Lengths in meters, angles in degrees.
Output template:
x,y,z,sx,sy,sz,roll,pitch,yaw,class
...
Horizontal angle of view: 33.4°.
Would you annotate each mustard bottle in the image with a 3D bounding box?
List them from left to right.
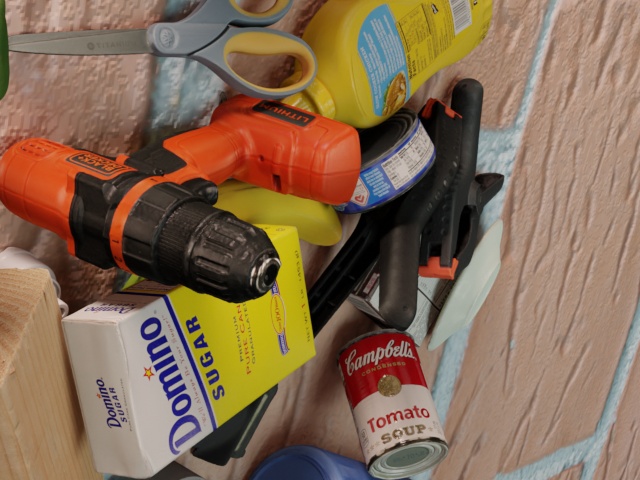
x,y,z,sx,sy,sz,roll,pitch,yaw,class
0.039,-0.133,0.736,0.191,0.058,0.096,-41,136,-25,mustard bottle

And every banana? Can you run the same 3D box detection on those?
x,y,z,sx,sy,sz,roll,pitch,yaw,class
-0.052,-0.013,0.727,0.197,0.037,0.070,-14,138,-42,banana

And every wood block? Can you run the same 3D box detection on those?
x,y,z,sx,sy,sz,roll,pitch,yaw,class
-0.180,0.123,0.585,0.090,0.090,0.206,-82,171,-54,wood block

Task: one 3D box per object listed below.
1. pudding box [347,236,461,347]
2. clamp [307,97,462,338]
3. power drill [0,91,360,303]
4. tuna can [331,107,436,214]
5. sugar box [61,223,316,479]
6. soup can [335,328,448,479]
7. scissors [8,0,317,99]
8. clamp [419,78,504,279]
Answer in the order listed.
x,y,z,sx,sy,sz,roll,pitch,yaw,class
0.070,0.028,0.882,0.090,0.039,0.113,-59,144,-8,pudding box
0.048,-0.012,0.795,0.036,0.165,0.210,33,62,-19,clamp
-0.058,-0.031,0.604,0.187,0.185,0.057,-24,129,-50,power drill
0.038,-0.056,0.753,0.086,0.086,0.033,-43,114,-23,tuna can
-0.069,0.059,0.630,0.175,0.048,0.093,-33,118,-56,sugar box
0.057,0.132,0.858,0.068,0.102,0.068,-11,146,-8,soup can
-0.085,-0.135,0.625,0.201,0.016,0.096,9,81,-35,scissors
0.116,-0.032,0.861,0.120,0.039,0.171,52,48,-46,clamp
